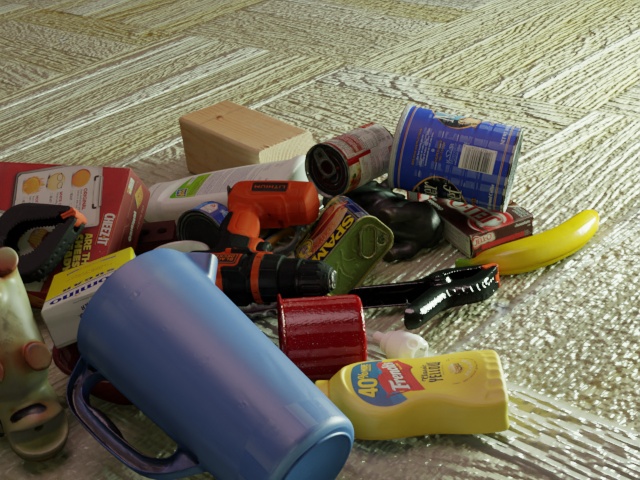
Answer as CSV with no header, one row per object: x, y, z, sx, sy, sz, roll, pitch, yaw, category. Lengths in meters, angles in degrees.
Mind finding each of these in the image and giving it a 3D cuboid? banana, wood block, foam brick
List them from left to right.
-0.212,0.012,1.304,0.078,0.051,0.053,-7,27,0,foam brick
-0.103,-0.124,1.505,0.090,0.090,0.206,-25,32,-30,wood block
0.255,0.002,1.231,0.197,0.037,0.070,-17,30,-19,banana

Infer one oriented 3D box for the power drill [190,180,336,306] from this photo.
-0.058,0.001,1.156,0.184,0.057,0.187,2,32,15,power drill

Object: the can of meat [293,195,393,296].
0.023,0.006,1.219,0.102,0.057,0.084,-51,29,4,can of meat

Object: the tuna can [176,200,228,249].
-0.130,-0.003,1.278,0.086,0.086,0.033,14,32,35,tuna can

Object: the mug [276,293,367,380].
0.000,0.096,1.064,0.081,0.093,0.117,-4,-1,-5,mug

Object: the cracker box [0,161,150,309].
-0.324,-0.004,1.259,0.214,0.072,0.164,4,68,19,cracker box

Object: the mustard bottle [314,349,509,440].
0.071,0.143,0.976,0.191,0.058,0.096,-5,26,4,mustard bottle

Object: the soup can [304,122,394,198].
0.038,-0.098,1.288,0.069,0.068,0.102,16,29,37,soup can

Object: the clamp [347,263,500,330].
0.117,0.055,1.152,0.171,0.039,0.120,-14,21,-38,clamp

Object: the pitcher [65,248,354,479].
-0.096,0.132,0.917,0.243,0.149,0.144,39,30,29,pitcher

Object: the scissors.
-0.044,-0.027,1.381,0.096,0.016,0.201,5,29,21,scissors

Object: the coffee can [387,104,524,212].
0.160,-0.097,1.263,0.140,0.103,0.102,13,31,13,coffee can

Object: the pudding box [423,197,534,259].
0.191,-0.026,1.298,0.090,0.039,0.114,-17,29,-20,pudding box

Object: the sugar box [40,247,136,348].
-0.226,0.053,1.076,0.093,0.048,0.176,-22,10,-7,sugar box

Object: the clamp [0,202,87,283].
-0.357,0.027,1.193,0.210,0.036,0.164,-20,68,9,clamp

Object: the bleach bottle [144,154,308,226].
-0.135,-0.057,1.391,0.251,0.068,0.102,-2,31,28,bleach bottle
